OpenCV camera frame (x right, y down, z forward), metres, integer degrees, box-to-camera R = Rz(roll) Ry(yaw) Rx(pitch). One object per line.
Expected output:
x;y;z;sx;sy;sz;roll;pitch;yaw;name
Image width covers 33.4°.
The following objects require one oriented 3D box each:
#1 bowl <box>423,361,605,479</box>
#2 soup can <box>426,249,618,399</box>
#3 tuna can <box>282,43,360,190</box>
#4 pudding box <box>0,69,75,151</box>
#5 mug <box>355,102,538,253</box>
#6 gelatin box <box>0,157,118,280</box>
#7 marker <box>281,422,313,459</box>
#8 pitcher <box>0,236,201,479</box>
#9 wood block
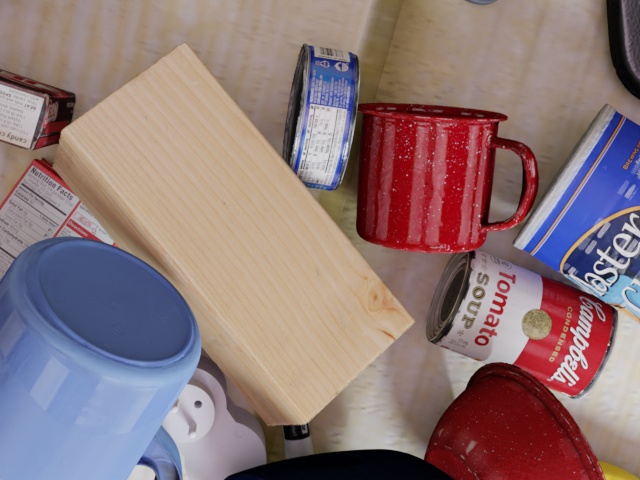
0.107;0.157;0.637;0.055;0.162;0.162;-15;98;-21;bowl
0.127;0.051;0.677;0.102;0.068;0.068;21;95;-5;soup can
-0.001;-0.074;0.644;0.033;0.086;0.086;8;96;-7;tuna can
-0.208;-0.087;0.626;0.113;0.090;0.039;16;96;-5;pudding box
0.075;-0.038;0.647;0.117;0.093;0.081;9;103;26;mug
-0.172;0.004;0.670;0.073;0.030;0.089;36;92;-6;gelatin box
-0.021;0.084;0.695;0.020;0.020;0.121;-8;97;-3;marker
-0.158;0.121;0.599;0.145;0.149;0.243;43;117;14;pitcher
-0.054;0.001;0.628;0.090;0.090;0.206;-41;93;-20;wood block
